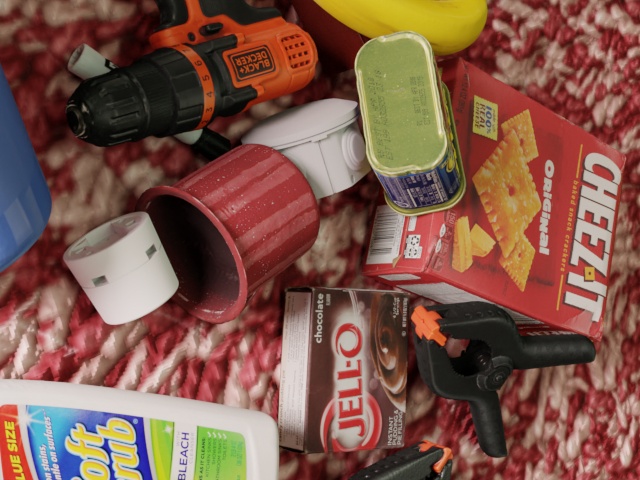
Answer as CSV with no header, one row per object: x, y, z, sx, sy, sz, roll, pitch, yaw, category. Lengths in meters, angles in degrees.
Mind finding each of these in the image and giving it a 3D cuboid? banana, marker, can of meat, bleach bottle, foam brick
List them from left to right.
-0.143,0.131,0.596,0.250,0.068,0.102,13,76,-35,bleach bottle
-0.103,-0.083,0.670,0.121,0.020,0.020,33,67,-32,marker
0.020,-0.165,0.752,0.051,0.053,0.078,-39,111,-34,foam brick
0.050,-0.161,0.721,0.197,0.037,0.069,3,61,-40,banana
0.059,-0.077,0.710,0.084,0.057,0.102,48,33,-70,can of meat

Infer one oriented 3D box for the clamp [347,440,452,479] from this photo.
0.018,0.220,0.722,0.164,0.036,0.210,40,73,-29,clamp

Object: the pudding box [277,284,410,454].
0.017,0.089,0.739,0.089,0.039,0.113,5,84,-40,pudding box

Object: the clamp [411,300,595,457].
0.121,0.101,0.795,0.171,0.039,0.120,24,101,-34,clamp

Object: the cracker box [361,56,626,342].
0.143,-0.023,0.828,0.213,0.072,0.164,21,74,-36,cracker box

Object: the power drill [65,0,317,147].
-0.098,-0.158,0.642,0.184,0.058,0.187,-25,98,-43,power drill

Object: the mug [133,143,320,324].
-0.054,0.001,0.667,0.081,0.093,0.117,-37,140,-39,mug
